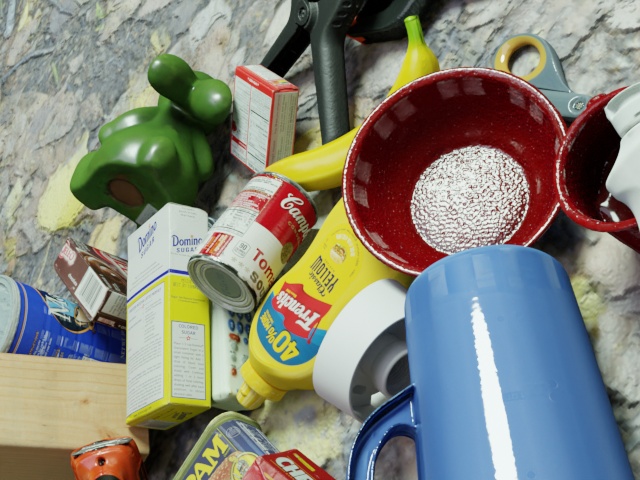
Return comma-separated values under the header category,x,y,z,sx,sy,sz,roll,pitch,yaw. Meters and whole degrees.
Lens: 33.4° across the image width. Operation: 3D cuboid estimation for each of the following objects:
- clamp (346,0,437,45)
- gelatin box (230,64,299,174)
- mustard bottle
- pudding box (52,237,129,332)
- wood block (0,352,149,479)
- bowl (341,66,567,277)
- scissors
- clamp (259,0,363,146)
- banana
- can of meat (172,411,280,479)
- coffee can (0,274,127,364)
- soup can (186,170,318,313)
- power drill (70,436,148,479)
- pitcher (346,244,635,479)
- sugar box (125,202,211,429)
category,x,y,z,sx,sy,sz,roll,pitch,yaw
clamp,0.085,-0.234,0.906,0.172,0.039,0.120,-28,49,36
gelatin box,-0.051,-0.106,0.964,0.073,0.030,0.089,39,131,50
mustard bottle,-0.002,0.058,0.831,0.192,0.058,0.096,-51,46,15
pudding box,-0.194,0.048,1.017,0.039,0.089,0.114,-58,41,10
wood block,-0.262,0.158,0.926,0.091,0.205,0.090,124,146,-45
bowl,0.099,-0.039,0.752,0.162,0.055,0.162,-8,65,18
scissors,0.183,-0.110,0.754,0.202,0.016,0.096,0,70,47
clamp,-0.007,-0.195,0.942,0.165,0.036,0.210,33,118,52
banana,0.035,-0.092,0.871,0.198,0.037,0.069,-44,79,27
can of meat,-0.065,0.199,0.823,0.102,0.057,0.084,-57,43,3
coffee can,-0.261,0.103,1.019,0.103,0.140,0.103,-24,54,37
soup can,-0.056,0.001,0.882,0.069,0.068,0.102,-3,43,46
power drill,-0.151,0.262,0.838,0.057,0.184,0.188,-14,32,-8
pitcher,0.104,0.127,0.619,0.145,0.149,0.243,-32,46,32
sugar box,-0.131,0.066,0.916,0.094,0.048,0.176,-32,52,51
